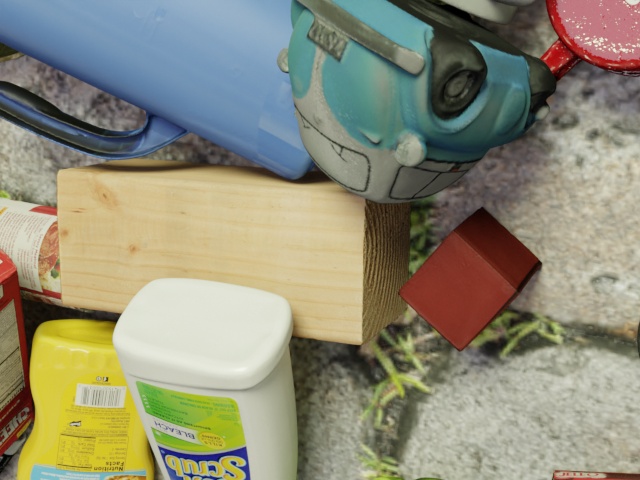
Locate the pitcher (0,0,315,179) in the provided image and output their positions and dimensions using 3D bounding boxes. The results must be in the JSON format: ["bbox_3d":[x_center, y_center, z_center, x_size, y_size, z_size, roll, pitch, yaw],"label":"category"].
[{"bbox_3d":[-0.097,-0.127,0.627,0.243,0.145,0.149,29,151,-3],"label":"pitcher"}]

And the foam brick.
[{"bbox_3d":[0.089,0.022,0.631,0.051,0.078,0.053,44,113,7],"label":"foam brick"}]

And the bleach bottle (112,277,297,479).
[{"bbox_3d":[-0.053,0.137,0.670,0.103,0.068,0.251,9,134,20],"label":"bleach bottle"}]

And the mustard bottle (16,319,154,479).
[{"bbox_3d":[-0.165,0.154,0.761,0.096,0.058,0.192,6,107,-16],"label":"mustard bottle"}]

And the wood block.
[{"bbox_3d":[-0.055,0.002,0.678,0.206,0.090,0.090,5,102,21],"label":"wood block"}]

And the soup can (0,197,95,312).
[{"bbox_3d":[-0.199,0.008,0.750,0.102,0.068,0.068,10,104,21],"label":"soup can"}]

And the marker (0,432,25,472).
[{"bbox_3d":[-0.269,0.191,0.841,0.020,0.020,0.121,42,112,10],"label":"marker"}]
